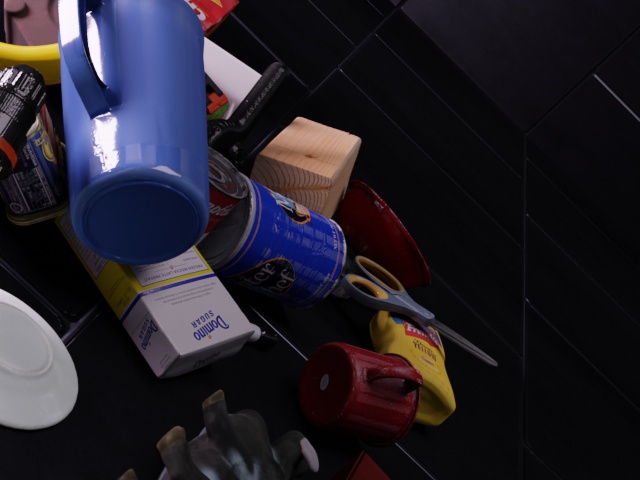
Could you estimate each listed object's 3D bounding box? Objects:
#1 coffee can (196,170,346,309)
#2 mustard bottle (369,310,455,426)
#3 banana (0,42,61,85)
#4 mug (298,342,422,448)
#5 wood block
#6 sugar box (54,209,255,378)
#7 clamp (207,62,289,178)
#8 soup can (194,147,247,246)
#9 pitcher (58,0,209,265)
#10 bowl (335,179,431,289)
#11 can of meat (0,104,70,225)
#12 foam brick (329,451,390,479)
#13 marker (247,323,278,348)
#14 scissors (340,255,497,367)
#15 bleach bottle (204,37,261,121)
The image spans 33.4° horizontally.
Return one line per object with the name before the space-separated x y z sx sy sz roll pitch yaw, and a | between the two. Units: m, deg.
coffee can | -0.057 0.001 1.075 0.140 0.103 0.103 26 28 -43
mustard bottle | 0.100 0.122 1.213 0.096 0.058 0.191 34 23 -17
banana | -0.261 -0.179 1.003 0.197 0.070 0.037 0 20 -9
mug | 0.042 0.139 0.998 0.081 0.117 0.093 21 58 -39
wood block | -0.021 -0.073 1.263 0.091 0.090 0.206 19 20 5
sugar box | -0.143 0.031 0.918 0.093 0.048 0.176 -14 63 -49
clamp | -0.105 -0.090 1.170 0.036 0.165 0.209 27 39 16
soup can | -0.127 -0.032 1.004 0.068 0.102 0.068 38 22 -19
pitcher | -0.161 -0.106 0.898 0.149 0.145 0.243 10 43 -22
bowl | 0.066 0.006 1.314 0.162 0.055 0.162 52 -10 13
can of meat | -0.245 -0.078 0.875 0.102 0.057 0.084 -112 -173 -45
foam brick | 0.027 0.224 0.891 0.051 0.053 0.078 46 22 1
marker | -0.083 0.080 0.996 0.120 0.020 0.020 24 30 -45
scissors | 0.101 0.085 1.191 0.202 0.016 0.096 41 28 23
bleach bottle | -0.189 -0.225 1.279 0.250 0.103 0.068 34 56 -12
